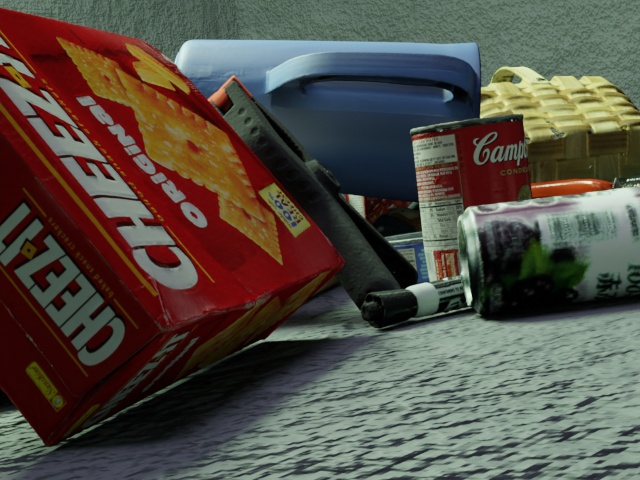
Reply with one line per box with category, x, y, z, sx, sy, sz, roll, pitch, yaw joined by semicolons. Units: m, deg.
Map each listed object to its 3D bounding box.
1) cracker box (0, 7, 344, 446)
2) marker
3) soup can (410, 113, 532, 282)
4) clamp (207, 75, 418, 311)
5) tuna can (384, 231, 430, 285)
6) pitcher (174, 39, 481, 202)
cracker box;-0.090;-0.020;0.457;0.072;0.164;0.213;-44;-8;15
marker;0.071;0.028;0.567;0.120;0.020;0.020;-10;4;-34
soup can;0.094;-0.021;0.639;0.068;0.102;0.068;-8;3;0
clamp;-0.005;-0.021;0.611;0.039;0.171;0.120;-45;4;4
tuna can;0.075;0.012;0.736;0.086;0.034;0.086;-8;3;0
pitcher;0.006;-0.103;0.847;0.243;0.149;0.145;4;30;0
